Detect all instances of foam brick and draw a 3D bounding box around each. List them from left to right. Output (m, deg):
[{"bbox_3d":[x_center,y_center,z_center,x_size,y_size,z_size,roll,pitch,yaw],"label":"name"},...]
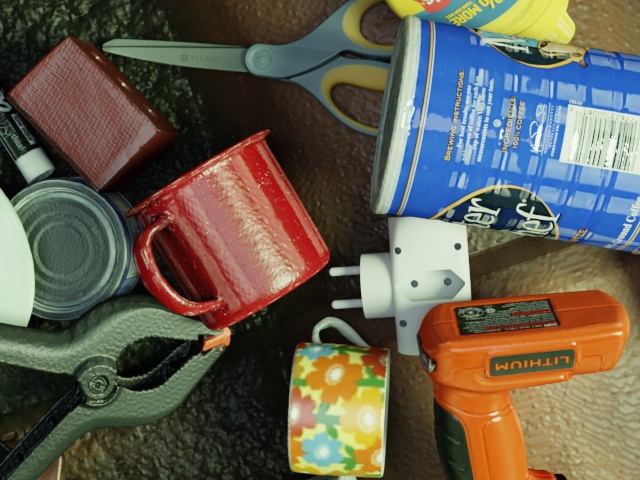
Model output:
[{"bbox_3d":[-0.130,-0.072,0.618,0.051,0.053,0.078,-45,88,8],"label":"foam brick"}]

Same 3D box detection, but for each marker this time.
[{"bbox_3d":[-0.200,-0.089,0.643,0.020,0.020,0.121,-34,88,8],"label":"marker"}]

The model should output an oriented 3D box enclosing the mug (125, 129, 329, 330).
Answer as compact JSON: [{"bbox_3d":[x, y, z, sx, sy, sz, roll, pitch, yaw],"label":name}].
[{"bbox_3d":[-0.054,0.001,0.584,0.093,0.117,0.081,-28,95,38],"label":"mug"}]

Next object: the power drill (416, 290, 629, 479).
[{"bbox_3d":[0.126,0.123,0.571,0.184,0.057,0.188,-5,108,1],"label":"power drill"}]

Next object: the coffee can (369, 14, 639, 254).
[{"bbox_3d":[0.103,-0.054,0.551,0.140,0.103,0.103,9,95,-2],"label":"coffee can"}]

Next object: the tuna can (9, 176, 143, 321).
[{"bbox_3d":[-0.150,0.005,0.634,0.086,0.033,0.086,0,93,8],"label":"tuna can"}]

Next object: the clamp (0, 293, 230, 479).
[{"bbox_3d":[-0.133,0.086,0.603,0.171,0.039,0.120,-8,114,-21],"label":"clamp"}]

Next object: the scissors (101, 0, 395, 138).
[{"bbox_3d":[-0.020,-0.120,0.618,0.202,0.016,0.096,22,94,6],"label":"scissors"}]
